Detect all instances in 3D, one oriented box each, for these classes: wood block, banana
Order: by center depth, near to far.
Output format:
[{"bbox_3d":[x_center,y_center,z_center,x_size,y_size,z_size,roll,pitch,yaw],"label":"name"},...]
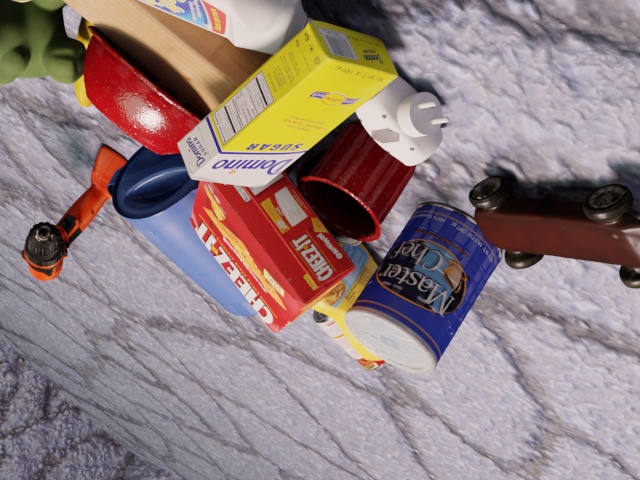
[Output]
[{"bbox_3d":[-0.129,-0.205,0.949,0.206,0.090,0.090,39,157,-9],"label":"wood block"},{"bbox_3d":[-0.241,-0.207,1.139,0.037,0.069,0.198,3,165,-21],"label":"banana"}]

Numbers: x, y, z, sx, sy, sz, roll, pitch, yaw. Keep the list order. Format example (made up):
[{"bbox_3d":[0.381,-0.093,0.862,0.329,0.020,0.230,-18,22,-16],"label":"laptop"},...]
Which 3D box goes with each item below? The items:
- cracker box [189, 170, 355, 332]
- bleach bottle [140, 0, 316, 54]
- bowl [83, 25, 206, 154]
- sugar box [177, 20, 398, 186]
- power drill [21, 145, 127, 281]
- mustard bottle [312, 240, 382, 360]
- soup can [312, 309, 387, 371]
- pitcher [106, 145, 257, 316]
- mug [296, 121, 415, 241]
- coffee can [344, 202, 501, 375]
[{"bbox_3d":[-0.057,0.001,1.082,0.164,0.072,0.214,53,164,4],"label":"cracker box"},{"bbox_3d":[-0.107,-0.216,0.853,0.250,0.068,0.103,24,164,-15],"label":"bleach bottle"},{"bbox_3d":[-0.168,-0.130,1.006,0.162,0.055,0.162,39,-174,-5],"label":"bowl"},{"bbox_3d":[-0.029,-0.109,0.897,0.176,0.093,0.048,-40,63,33],"label":"sugar box"},{"bbox_3d":[-0.332,-0.037,1.445,0.057,0.187,0.185,38,159,-3],"label":"power drill"},{"bbox_3d":[0.025,0.047,1.230,0.191,0.096,0.058,45,156,-22],"label":"mustard bottle"},{"bbox_3d":[0.048,0.109,1.364,0.102,0.068,0.069,45,156,-21],"label":"soup can"},{"bbox_3d":[-0.143,-0.013,1.311,0.242,0.145,0.149,52,-174,-43],"label":"pitcher"},{"bbox_3d":[0.029,-0.061,1.028,0.117,0.081,0.093,14,150,40],"label":"mug"},{"bbox_3d":[0.103,0.048,1.065,0.103,0.140,0.103,29,157,13],"label":"coffee can"}]
